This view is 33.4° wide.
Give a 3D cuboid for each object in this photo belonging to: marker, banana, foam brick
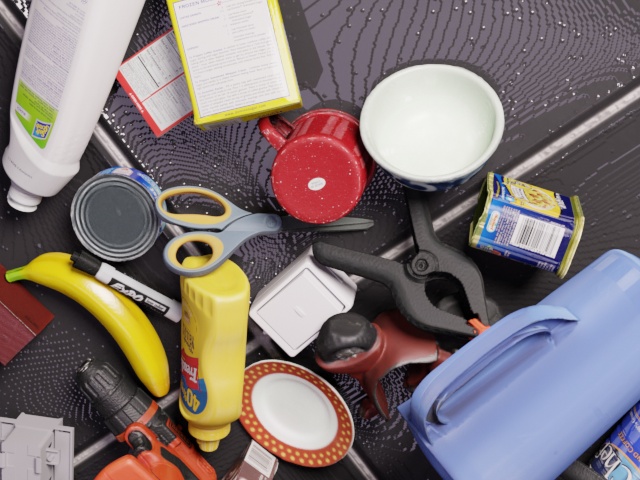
[{"bbox_3d":[-0.185,0.043,1.021,0.121,0.020,0.020,31,110,-19],"label":"marker"},{"bbox_3d":[-0.212,0.072,1.045,0.198,0.037,0.070,41,126,-5],"label":"banana"},{"bbox_3d":[-0.312,0.073,1.047,0.051,0.053,0.078,-41,98,18],"label":"foam brick"}]

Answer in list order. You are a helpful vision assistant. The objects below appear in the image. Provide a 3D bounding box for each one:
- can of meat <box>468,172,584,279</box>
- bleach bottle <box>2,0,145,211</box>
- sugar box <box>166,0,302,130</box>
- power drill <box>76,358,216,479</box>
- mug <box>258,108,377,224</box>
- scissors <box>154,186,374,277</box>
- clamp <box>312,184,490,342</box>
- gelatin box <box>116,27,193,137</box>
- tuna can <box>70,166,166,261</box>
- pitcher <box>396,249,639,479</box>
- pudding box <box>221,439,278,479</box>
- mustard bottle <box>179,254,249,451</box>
[{"bbox_3d":[0.177,-0.016,0.927,0.084,0.102,0.057,18,109,3],"label":"can of meat"},{"bbox_3d":[-0.236,-0.141,0.956,0.103,0.067,0.251,41,119,27],"label":"bleach bottle"},{"bbox_3d":[-0.080,-0.190,0.908,0.093,0.048,0.176,-13,88,2],"label":"sugar box"},{"bbox_3d":[-0.168,0.203,1.002,0.057,0.187,0.184,-41,103,6],"label":"power drill"},{"bbox_3d":[-0.007,-0.071,0.943,0.117,0.081,0.093,42,108,-7],"label":"mug"},{"bbox_3d":[-0.056,0.001,0.973,0.201,0.016,0.096,13,66,-2],"label":"scissors"},{"bbox_3d":[0.077,0.029,0.940,0.120,0.039,0.171,-35,70,0],"label":"clamp"},{"bbox_3d":[-0.130,-0.148,0.962,0.089,0.030,0.073,-31,100,16],"label":"gelatin box"},{"bbox_3d":[-0.189,-0.026,1.008,0.086,0.033,0.086,2,108,7],"label":"tuna can"},{"bbox_3d":[0.189,0.115,0.896,0.243,0.149,0.145,-40,87,-1],"label":"pitcher"},{"bbox_3d":[-0.088,0.260,1.047,0.039,0.113,0.090,37,108,-1],"label":"pudding box"},{"bbox_3d":[-0.103,0.116,1.011,0.058,0.096,0.192,-8,117,-24],"label":"mustard bottle"}]
